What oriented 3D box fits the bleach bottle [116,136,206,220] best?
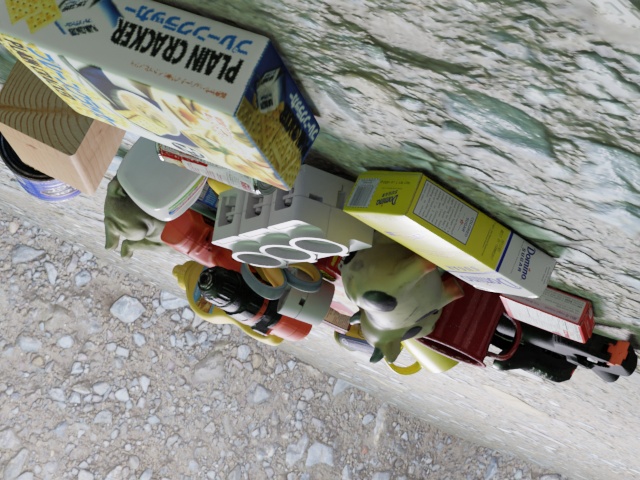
[{"bbox_3d":[-0.152,-0.070,1.126,0.068,0.102,0.251,42,176,-1],"label":"bleach bottle"}]

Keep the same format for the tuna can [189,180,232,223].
[{"bbox_3d":[-0.137,-0.049,1.327,0.086,0.033,0.086,24,170,4],"label":"tuna can"}]

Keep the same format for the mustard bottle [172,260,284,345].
[{"bbox_3d":[-0.116,0.063,1.371,0.192,0.096,0.058,17,169,32],"label":"mustard bottle"}]

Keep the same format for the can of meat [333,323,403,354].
[{"bbox_3d":[0.077,0.105,1.431,0.057,0.102,0.084,33,165,-37],"label":"can of meat"}]

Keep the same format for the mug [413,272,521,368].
[{"bbox_3d":[0.170,0.093,1.203,0.117,0.081,0.093,21,170,18],"label":"mug"}]

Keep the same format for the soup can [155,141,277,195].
[{"bbox_3d":[-0.082,-0.085,0.920,0.102,0.068,0.068,20,169,20],"label":"soup can"}]

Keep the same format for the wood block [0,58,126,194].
[{"bbox_3d":[-0.263,-0.121,1.098,0.091,0.090,0.206,26,170,-3],"label":"wood block"}]

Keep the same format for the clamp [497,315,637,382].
[{"bbox_3d":[0.285,0.119,1.196,0.164,0.036,0.210,23,174,2],"label":"clamp"}]

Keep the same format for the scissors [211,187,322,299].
[{"bbox_3d":[-0.058,0.001,1.149,0.096,0.016,0.202,9,-150,-21],"label":"scissors"}]

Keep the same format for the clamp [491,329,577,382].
[{"bbox_3d":[0.251,0.141,1.303,0.171,0.039,0.120,20,-157,-19],"label":"clamp"}]

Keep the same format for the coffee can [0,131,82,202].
[{"bbox_3d":[-0.322,-0.107,1.267,0.103,0.103,0.140,25,170,-4],"label":"coffee can"}]

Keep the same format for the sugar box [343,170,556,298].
[{"bbox_3d":[0.115,-0.004,0.940,0.176,0.048,0.093,32,168,-30],"label":"sugar box"}]

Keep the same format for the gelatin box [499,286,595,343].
[{"bbox_3d":[0.232,0.069,1.087,0.089,0.030,0.073,20,168,23],"label":"gelatin box"}]

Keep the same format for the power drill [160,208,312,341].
[{"bbox_3d":[-0.111,0.037,1.243,0.188,0.057,0.184,45,-173,40],"label":"power drill"}]
